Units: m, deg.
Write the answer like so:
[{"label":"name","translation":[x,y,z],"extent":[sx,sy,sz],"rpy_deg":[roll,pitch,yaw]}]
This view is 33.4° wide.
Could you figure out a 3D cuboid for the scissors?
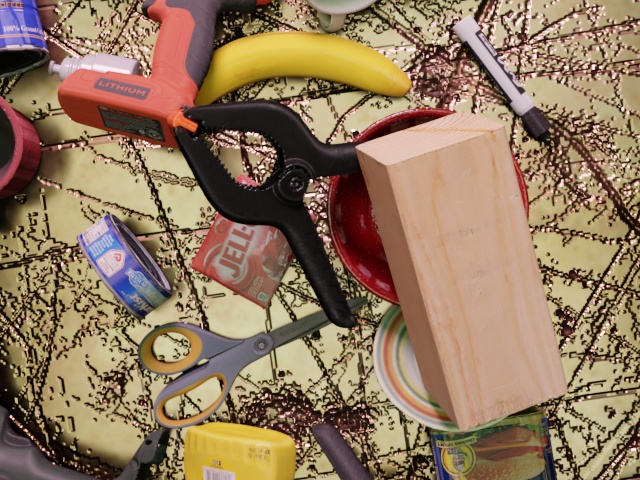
[{"label":"scissors","translation":[-0.067,0.077,0.894],"extent":[0.202,0.016,0.096],"rpy_deg":[-39,90,1]}]

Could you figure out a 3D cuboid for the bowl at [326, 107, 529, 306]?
[{"label":"bowl","translation":[0.085,-0.025,0.871],"extent":[0.162,0.055,0.162],"rpy_deg":[0,90,1]}]

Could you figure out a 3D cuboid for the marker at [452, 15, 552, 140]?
[{"label":"marker","translation":[0.153,-0.134,0.887],"extent":[0.020,0.020,0.121],"rpy_deg":[-36,90,1]}]

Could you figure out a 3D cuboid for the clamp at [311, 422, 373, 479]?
[{"label":"clamp","translation":[0.037,0.239,0.860],"extent":[0.172,0.039,0.120],"rpy_deg":[31,101,28]}]

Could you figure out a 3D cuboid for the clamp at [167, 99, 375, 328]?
[{"label":"clamp","translation":[-0.023,-0.034,0.802],"extent":[0.209,0.036,0.164],"rpy_deg":[20,92,-19]}]

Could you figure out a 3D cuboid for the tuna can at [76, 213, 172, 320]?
[{"label":"tuna can","translation":[-0.157,0.020,0.860],"extent":[0.034,0.086,0.086],"rpy_deg":[-37,90,-1]}]

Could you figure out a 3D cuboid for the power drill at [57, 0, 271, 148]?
[{"label":"power drill","translation":[-0.139,-0.176,0.846],"extent":[0.184,0.057,0.187],"rpy_deg":[15,70,9]}]

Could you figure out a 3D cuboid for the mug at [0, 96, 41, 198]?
[{"label":"mug","translation":[-0.275,-0.063,0.863],"extent":[0.093,0.081,0.117],"rpy_deg":[-1,90,1]}]

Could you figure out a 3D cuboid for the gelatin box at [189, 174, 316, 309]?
[{"label":"gelatin box","translation":[-0.056,0.001,0.886],"extent":[0.073,0.030,0.089],"rpy_deg":[29,90,1]}]

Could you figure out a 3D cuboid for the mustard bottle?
[{"label":"mustard bottle","translation":[-0.069,0.249,0.865],"extent":[0.096,0.058,0.191],"rpy_deg":[3,91,32]}]

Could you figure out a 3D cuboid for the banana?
[{"label":"banana","translation":[-0.026,-0.139,0.884],"extent":[0.198,0.037,0.069],"rpy_deg":[-9,108,2]}]

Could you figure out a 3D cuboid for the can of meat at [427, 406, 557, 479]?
[{"label":"can of meat","translation":[0.142,0.184,0.872],"extent":[0.102,0.057,0.084],"rpy_deg":[-9,88,1]}]

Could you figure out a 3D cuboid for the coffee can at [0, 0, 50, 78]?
[{"label":"coffee can","translation":[-0.283,-0.205,0.852],"extent":[0.103,0.103,0.140],"rpy_deg":[-14,90,1]}]

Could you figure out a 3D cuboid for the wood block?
[{"label":"wood block","translation":[0.104,0.020,0.785],"extent":[0.090,0.091,0.206],"rpy_deg":[-19,107,-7]}]
